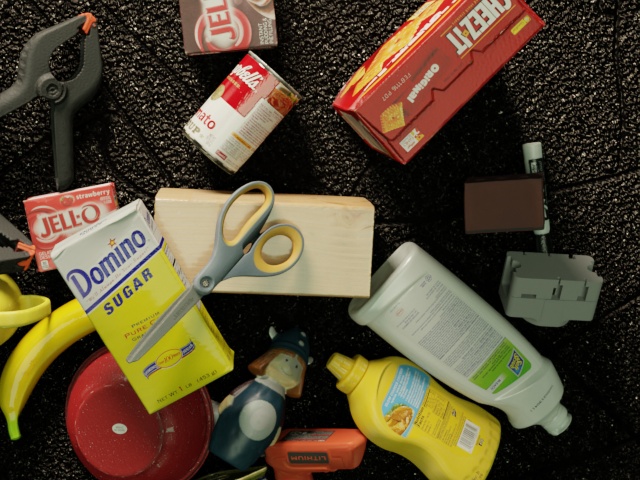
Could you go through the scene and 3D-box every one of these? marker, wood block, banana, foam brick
[{"bbox_3d":[0.222,-0.039,1.089,0.020,0.020,0.121,-9,99,-3],"label":"marker"},{"bbox_3d":[-0.057,0.001,1.041,0.206,0.090,0.091,2,98,-5],"label":"wood block"},{"bbox_3d":[-0.258,0.106,1.067,0.069,0.037,0.198,43,91,3],"label":"banana"},{"bbox_3d":[0.183,-0.038,1.060,0.078,0.053,0.051,-3,100,13],"label":"foam brick"}]

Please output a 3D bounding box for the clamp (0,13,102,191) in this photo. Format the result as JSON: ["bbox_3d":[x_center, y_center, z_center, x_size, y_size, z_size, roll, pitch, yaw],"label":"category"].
[{"bbox_3d":[-0.255,-0.135,1.029,0.120,0.039,0.171,39,88,-31],"label":"clamp"}]

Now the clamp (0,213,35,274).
[{"bbox_3d":[-0.377,-0.009,1.004,0.209,0.164,0.036,25,133,-14],"label":"clamp"}]

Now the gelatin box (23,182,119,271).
[{"bbox_3d":[-0.242,-0.013,1.056,0.089,0.030,0.073,-10,99,-3],"label":"gelatin box"}]

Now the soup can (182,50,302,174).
[{"bbox_3d":[-0.076,-0.123,1.032,0.068,0.068,0.102,41,94,-9],"label":"soup can"}]

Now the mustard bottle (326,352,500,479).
[{"bbox_3d":[0.088,0.173,1.079,0.191,0.058,0.096,35,52,-7],"label":"mustard bottle"}]

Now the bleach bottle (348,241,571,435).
[{"bbox_3d":[0.153,0.117,1.087,0.250,0.068,0.102,41,93,-11],"label":"bleach bottle"}]

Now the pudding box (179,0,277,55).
[{"bbox_3d":[-0.091,-0.238,1.028,0.090,0.039,0.113,-6,99,-2],"label":"pudding box"}]

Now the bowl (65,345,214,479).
[{"bbox_3d":[-0.189,0.181,1.055,0.162,0.055,0.162,1,95,13],"label":"bowl"}]

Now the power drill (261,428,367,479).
[{"bbox_3d":[0.016,0.288,1.082,0.185,0.057,0.188,-2,96,18],"label":"power drill"}]

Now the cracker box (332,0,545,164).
[{"bbox_3d":[0.095,-0.156,0.964,0.072,0.214,0.164,44,93,-9],"label":"cracker box"}]

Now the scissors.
[{"bbox_3d":[-0.085,0.042,0.961,0.096,0.016,0.201,32,76,-19],"label":"scissors"}]

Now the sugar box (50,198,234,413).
[{"bbox_3d":[-0.161,0.061,0.975,0.093,0.048,0.176,-29,107,3],"label":"sugar box"}]
